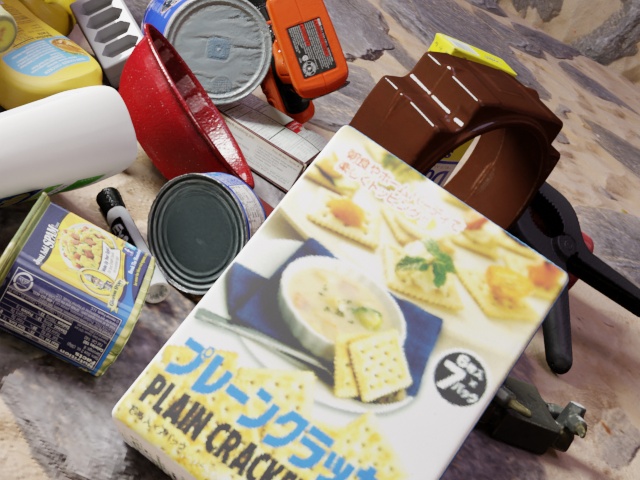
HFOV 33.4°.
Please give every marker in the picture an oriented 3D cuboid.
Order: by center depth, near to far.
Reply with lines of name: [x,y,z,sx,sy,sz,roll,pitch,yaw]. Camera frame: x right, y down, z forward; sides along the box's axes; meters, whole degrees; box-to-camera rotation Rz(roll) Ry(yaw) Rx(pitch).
marker: [-0.136,0.000,0.763,0.020,0.020,0.121,12,29,-38]

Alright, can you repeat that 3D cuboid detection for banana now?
banana: [-0.255,-0.221,1.009,0.037,0.070,0.198,1,13,0]

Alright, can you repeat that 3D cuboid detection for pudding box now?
pudding box: [-0.053,-0.098,1.042,0.113,0.039,0.090,31,25,7]

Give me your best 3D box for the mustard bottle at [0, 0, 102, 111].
mustard bottle: [-0.237,-0.142,0.873,0.192,0.058,0.096,36,33,11]

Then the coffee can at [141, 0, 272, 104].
coffee can: [-0.113,-0.195,1.037,0.102,0.103,0.140,21,10,-23]

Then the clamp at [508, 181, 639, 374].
clamp: [0.238,0.014,1.036,0.164,0.036,0.210,-13,73,-38]

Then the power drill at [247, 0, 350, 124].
power drill: [-0.038,-0.205,1.072,0.184,0.057,0.188,68,-10,-9]

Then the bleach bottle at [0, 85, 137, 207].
bleach bottle: [-0.226,-0.041,0.660,0.250,0.103,0.068,-30,104,-57]

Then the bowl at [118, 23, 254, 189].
bowl: [-0.120,-0.098,0.887,0.162,0.055,0.162,57,6,-9]

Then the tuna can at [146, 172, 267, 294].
tuna can: [-0.080,-0.006,0.760,0.086,0.086,0.033,40,23,19]

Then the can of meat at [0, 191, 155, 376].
can of meat: [-0.151,0.027,0.643,0.084,0.057,0.102,29,23,-12]
